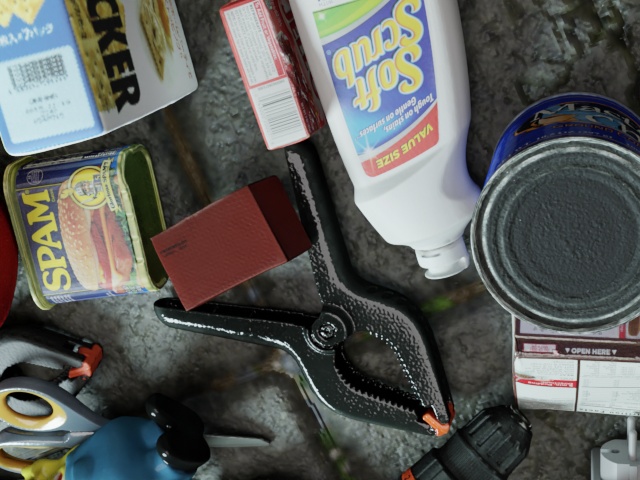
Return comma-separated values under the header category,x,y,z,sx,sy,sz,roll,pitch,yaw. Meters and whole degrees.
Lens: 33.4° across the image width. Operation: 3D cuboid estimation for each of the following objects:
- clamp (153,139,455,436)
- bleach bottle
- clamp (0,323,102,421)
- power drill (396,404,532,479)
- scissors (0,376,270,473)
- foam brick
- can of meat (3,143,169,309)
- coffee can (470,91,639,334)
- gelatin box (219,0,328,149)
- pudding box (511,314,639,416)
category,x,y,z,sx,sy,sz,roll,pitch,yaw
clamp,0.010,0.044,0.696,0.210,0.036,0.165,35,112,5
bleach bottle,0.048,-0.099,0.631,0.103,0.068,0.251,-15,105,15
clamp,-0.238,0.111,0.777,0.171,0.039,0.120,-3,121,12
power drill,0.111,0.221,0.671,0.188,0.057,0.184,45,100,7
scissors,-0.144,0.125,0.748,0.202,0.016,0.096,-11,124,11
foam brick,-0.054,0.001,0.661,0.078,0.051,0.053,-26,91,22
can of meat,-0.151,-0.010,0.709,0.084,0.057,0.102,-7,105,13
coffee can,0.140,-0.021,0.589,0.103,0.140,0.103,4,107,12
gelatin box,-0.024,-0.106,0.639,0.030,0.073,0.089,-16,101,16
pudding box,0.159,0.071,0.633,0.090,0.113,0.039,1,67,13
